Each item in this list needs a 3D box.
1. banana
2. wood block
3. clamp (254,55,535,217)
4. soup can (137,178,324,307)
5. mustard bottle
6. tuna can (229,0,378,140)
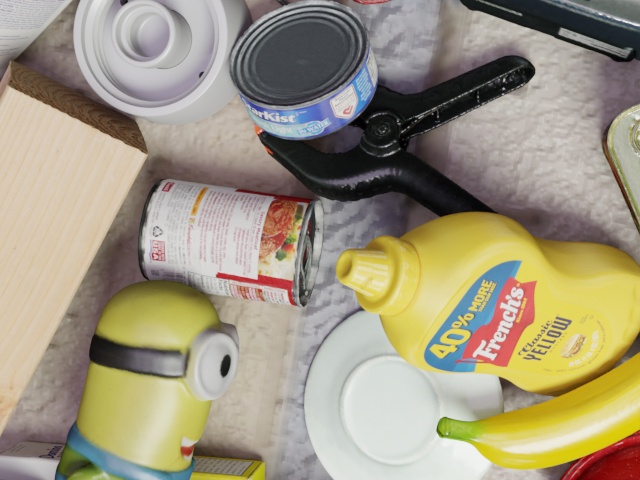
[{"bbox_3d":[0.165,0.083,0.593,0.198,0.069,0.037,-30,51,15],"label":"banana"},{"bbox_3d":[-0.197,0.005,0.666,0.090,0.090,0.206,25,101,-21],"label":"wood block"},{"bbox_3d":[0.045,-0.050,0.640,0.171,0.039,0.120,-5,61,14],"label":"clamp"},{"bbox_3d":[-0.054,0.001,0.663,0.102,0.068,0.068,8,97,10],"label":"soup can"},{"bbox_3d":[0.090,0.032,0.586,0.191,0.058,0.096,15,122,-33],"label":"mustard bottle"},{"bbox_3d":[-0.009,-0.102,0.640,0.086,0.033,0.086,-9,54,12],"label":"tuna can"}]
